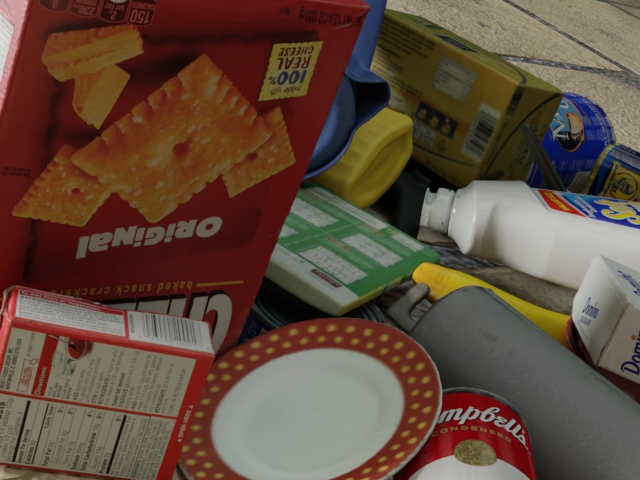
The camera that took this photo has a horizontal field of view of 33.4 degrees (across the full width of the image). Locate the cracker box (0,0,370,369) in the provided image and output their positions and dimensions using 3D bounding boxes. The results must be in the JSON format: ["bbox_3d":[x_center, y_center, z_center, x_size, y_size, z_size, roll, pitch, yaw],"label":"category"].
[{"bbox_3d":[-0.090,-0.030,0.486,0.163,0.214,0.072,-2,35,-40],"label":"cracker box"}]

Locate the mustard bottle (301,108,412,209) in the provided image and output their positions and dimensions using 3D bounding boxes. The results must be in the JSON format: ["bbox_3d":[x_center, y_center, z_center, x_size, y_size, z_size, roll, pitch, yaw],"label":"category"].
[{"bbox_3d":[-0.032,-0.087,0.816,0.192,0.058,0.096,23,50,27],"label":"mustard bottle"}]

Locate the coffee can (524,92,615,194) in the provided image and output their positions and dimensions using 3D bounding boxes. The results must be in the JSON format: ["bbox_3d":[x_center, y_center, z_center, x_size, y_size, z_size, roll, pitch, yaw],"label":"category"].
[{"bbox_3d":[0.179,-0.080,0.937,0.140,0.103,0.103,-6,36,-46],"label":"coffee can"}]

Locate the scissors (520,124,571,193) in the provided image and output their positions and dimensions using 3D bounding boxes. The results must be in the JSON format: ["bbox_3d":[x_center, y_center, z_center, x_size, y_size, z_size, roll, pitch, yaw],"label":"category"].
[{"bbox_3d":[0.176,-0.028,0.812,0.201,0.016,0.096,47,-9,-31],"label":"scissors"}]

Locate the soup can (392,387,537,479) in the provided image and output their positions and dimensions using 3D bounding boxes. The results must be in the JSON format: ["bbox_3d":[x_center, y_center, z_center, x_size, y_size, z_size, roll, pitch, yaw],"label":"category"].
[{"bbox_3d":[0.065,0.121,0.473,0.068,0.069,0.102,19,25,-5],"label":"soup can"}]

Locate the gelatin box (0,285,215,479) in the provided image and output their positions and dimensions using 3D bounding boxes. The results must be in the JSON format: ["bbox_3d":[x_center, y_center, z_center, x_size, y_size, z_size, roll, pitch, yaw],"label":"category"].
[{"bbox_3d":[-0.098,0.063,0.456,0.089,0.073,0.030,12,26,-17],"label":"gelatin box"}]

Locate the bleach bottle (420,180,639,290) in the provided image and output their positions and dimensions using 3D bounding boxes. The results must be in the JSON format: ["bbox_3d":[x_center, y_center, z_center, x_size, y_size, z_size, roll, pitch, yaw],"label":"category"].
[{"bbox_3d":[0.191,0.005,0.717,0.251,0.068,0.102,12,22,9],"label":"bleach bottle"}]

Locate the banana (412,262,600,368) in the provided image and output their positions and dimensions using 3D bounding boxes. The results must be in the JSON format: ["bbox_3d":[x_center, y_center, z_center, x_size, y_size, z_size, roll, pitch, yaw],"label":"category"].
[{"bbox_3d":[0.143,0.055,0.693,0.197,0.037,0.070,12,27,-38],"label":"banana"}]

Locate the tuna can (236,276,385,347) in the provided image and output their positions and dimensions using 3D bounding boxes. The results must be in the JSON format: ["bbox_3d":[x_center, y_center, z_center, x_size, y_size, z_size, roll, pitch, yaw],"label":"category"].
[{"bbox_3d":[-0.008,0.049,0.603,0.086,0.034,0.086,17,24,-8],"label":"tuna can"}]

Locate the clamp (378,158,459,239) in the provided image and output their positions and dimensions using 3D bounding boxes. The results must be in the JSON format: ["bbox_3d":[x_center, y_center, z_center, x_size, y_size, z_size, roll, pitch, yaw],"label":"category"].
[{"bbox_3d":[0.078,-0.033,0.840,0.164,0.036,0.210,-3,33,-36],"label":"clamp"}]
